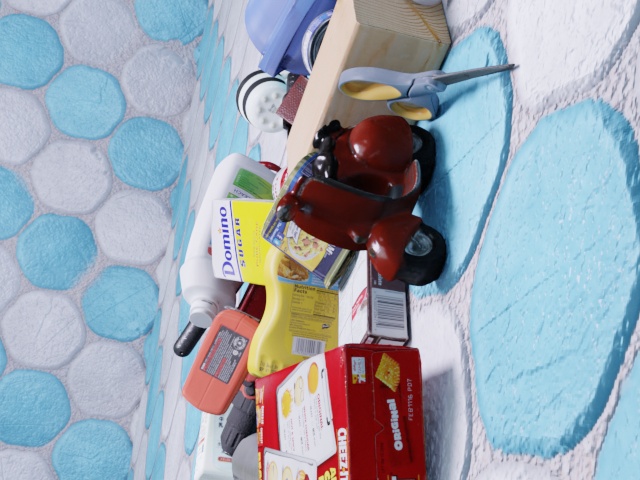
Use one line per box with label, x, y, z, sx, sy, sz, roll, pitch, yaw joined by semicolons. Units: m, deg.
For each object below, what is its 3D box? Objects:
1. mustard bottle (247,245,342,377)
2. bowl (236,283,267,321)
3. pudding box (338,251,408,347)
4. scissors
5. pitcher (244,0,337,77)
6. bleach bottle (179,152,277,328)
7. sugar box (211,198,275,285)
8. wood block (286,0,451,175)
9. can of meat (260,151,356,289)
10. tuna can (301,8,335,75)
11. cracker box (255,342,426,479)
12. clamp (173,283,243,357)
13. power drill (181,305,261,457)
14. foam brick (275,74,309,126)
mustard bottle;-0.010;0.045;1.051;0.058;0.096;0.191;165;115;-72
bowl;-0.068;0.078;1.304;0.162;0.055;0.162;-63;4;7
pudding box;0.044;0.060;0.942;0.090;0.039;0.113;115;163;-51
scissors;0.099;-0.120;0.864;0.202;0.096;0.016;8;78;46
pitcher;0.008;-0.292;1.170;0.243;0.144;0.149;128;130;-57
bleach bottle;-0.110;0.007;1.309;0.068;0.102;0.250;-39;27;40
sugar box;-0.058;0.002;1.166;0.177;0.048;0.093;4;96;51
wood block;0.039;-0.133;1.001;0.091;0.090;0.206;-94;20;-46
can of meat;0.002;-0.020;0.982;0.057;0.084;0.102;-44;-13;-54
tuna can;0.025;-0.199;1.118;0.034;0.086;0.086;-121;43;-68
cracker box;0.012;0.179;0.849;0.214;0.072;0.164;146;124;-65
clamp;-0.141;0.081;1.404;0.172;0.039;0.120;-47;23;49
power drill;-0.082;0.149;1.145;0.184;0.057;0.187;-66;-17;-3
foam brick;0.003;-0.132;1.137;0.078;0.051;0.053;40;101;33
